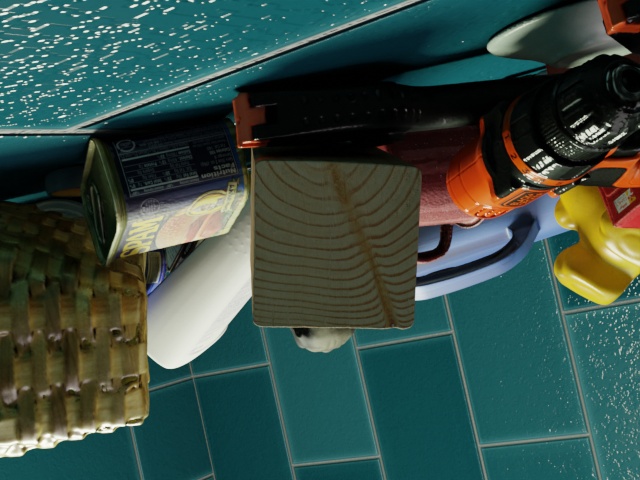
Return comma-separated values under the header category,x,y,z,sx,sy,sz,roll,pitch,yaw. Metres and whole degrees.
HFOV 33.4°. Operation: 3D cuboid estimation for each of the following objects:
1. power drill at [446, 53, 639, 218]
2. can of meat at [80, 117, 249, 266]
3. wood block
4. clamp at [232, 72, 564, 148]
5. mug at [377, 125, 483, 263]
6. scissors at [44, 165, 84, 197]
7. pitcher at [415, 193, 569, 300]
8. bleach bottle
category,x,y,z,sx,sy,sz,roll,pitch,yaw
power drill,0.180,-0.057,0.578,0.187,0.057,0.185,-2,170,-15
can of meat,-0.095,-0.030,0.648,0.083,0.057,0.102,-14,166,-21
wood block,0.001,-0.012,0.665,0.090,0.091,0.206,2,-172,-5
clamp,0.030,-0.074,0.638,0.209,0.036,0.165,-8,-178,-34
mug,0.073,-0.040,0.804,0.081,0.117,0.093,-6,-165,-23
scissors,-0.112,-0.048,0.771,0.096,0.016,0.201,-14,178,30
pitcher,0.165,-0.035,1.079,0.243,0.149,0.145,-16,177,11
bleach bottle,-0.056,0.001,0.852,0.251,0.068,0.102,-46,177,34
